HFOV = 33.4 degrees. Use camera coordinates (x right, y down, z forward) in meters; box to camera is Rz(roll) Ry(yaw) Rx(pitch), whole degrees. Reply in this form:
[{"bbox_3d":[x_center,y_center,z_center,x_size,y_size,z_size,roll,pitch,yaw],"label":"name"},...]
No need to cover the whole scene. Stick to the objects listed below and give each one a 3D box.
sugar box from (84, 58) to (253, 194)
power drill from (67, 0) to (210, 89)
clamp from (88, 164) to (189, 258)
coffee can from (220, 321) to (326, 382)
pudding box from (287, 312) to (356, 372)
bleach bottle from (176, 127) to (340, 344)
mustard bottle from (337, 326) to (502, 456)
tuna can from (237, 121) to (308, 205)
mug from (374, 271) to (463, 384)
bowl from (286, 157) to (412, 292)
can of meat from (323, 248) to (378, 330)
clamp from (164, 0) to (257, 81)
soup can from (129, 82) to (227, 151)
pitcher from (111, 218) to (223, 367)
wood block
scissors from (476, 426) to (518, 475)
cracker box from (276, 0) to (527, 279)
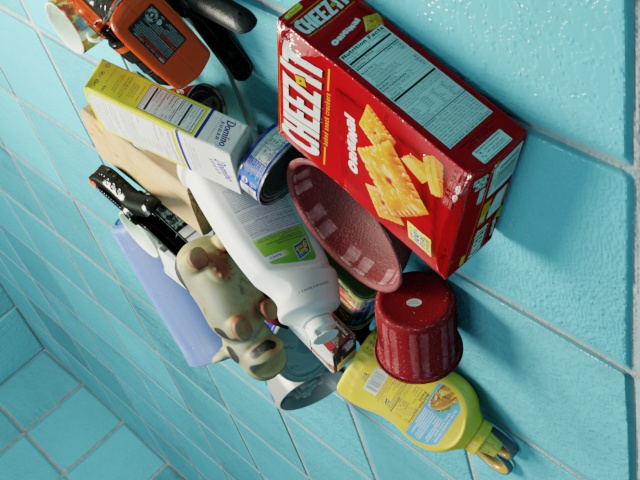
[{"bbox_3d":[-0.151,-0.117,1.098,0.176,0.048,0.093,23,161,12],"label":"sugar box"},{"bbox_3d":[-0.184,-0.211,1.101,0.184,0.057,0.188,42,175,-34],"label":"power drill"},{"bbox_3d":[-0.221,-0.033,1.336,0.210,0.036,0.164,32,163,44],"label":"clamp"},{"bbox_3d":[-0.059,0.120,1.427,0.141,0.102,0.102,19,145,52],"label":"coffee can"},{"bbox_3d":[-0.002,0.100,1.211,0.090,0.039,0.113,45,168,15],"label":"pudding box"},{"bbox_3d":[-0.057,0.001,1.129,0.251,0.102,0.068,61,164,24],"label":"bleach bottle"},{"bbox_3d":[0.120,0.183,1.205,0.192,0.058,0.096,33,114,8],"label":"mustard bottle"},{"bbox_3d":[-0.045,-0.079,1.079,0.034,0.086,0.086,39,157,17],"label":"tuna can"},{"bbox_3d":[0.093,0.078,1.091,0.081,0.093,0.117,80,163,-46],"label":"mug"},{"bbox_3d":[0.040,-0.028,1.040,0.162,0.055,0.162,43,159,21],"label":"bowl"},{"bbox_3d":[0.027,0.040,1.188,0.102,0.057,0.084,44,156,12],"label":"can of meat"},{"bbox_3d":[-0.120,-0.235,1.027,0.171,0.039,0.120,45,159,-2],"label":"clamp"},{"bbox_3d":[-0.163,-0.136,1.196,0.102,0.068,0.068,-2,129,38],"label":"soup can"},{"bbox_3d":[-0.189,0.051,1.553,0.243,0.149,0.145,59,172,-17],"label":"pitcher"},{"bbox_3d":[-0.185,-0.108,1.299,0.206,0.090,0.090,35,155,31],"label":"wood block"},{"bbox_3d":[0.162,0.221,1.289,0.202,0.016,0.096,25,149,46],"label":"scissors"},{"bbox_3d":[0.057,-0.089,0.887,0.214,0.072,0.164,42,157,19],"label":"cracker box"}]
